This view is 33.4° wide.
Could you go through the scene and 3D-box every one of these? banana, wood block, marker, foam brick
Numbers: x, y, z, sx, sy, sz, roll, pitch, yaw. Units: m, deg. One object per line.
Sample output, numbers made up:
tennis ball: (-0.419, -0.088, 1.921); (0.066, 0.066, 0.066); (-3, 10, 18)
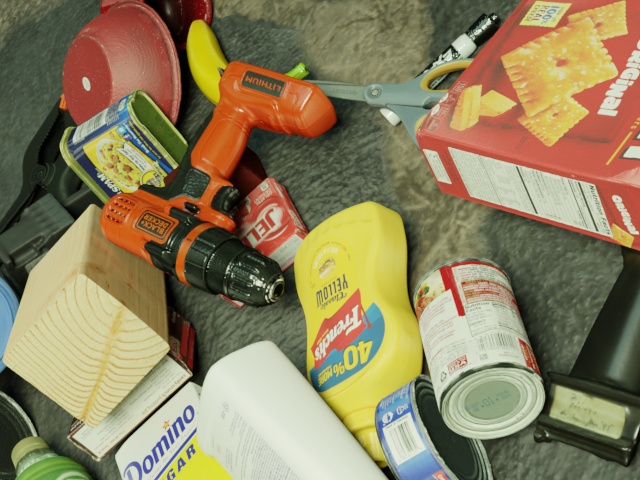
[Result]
banana: (-0.083, -0.159, 1.020); (0.069, 0.037, 0.198); (-51, 45, -6)
wood block: (-0.186, 0.054, 0.875); (0.091, 0.090, 0.206); (-46, 18, 5)
marker: (0.099, -0.141, 0.873); (0.121, 0.020, 0.020); (-43, 45, 10)
foam brick: (-0.092, -0.050, 0.949); (0.078, 0.051, 0.053); (-39, 46, 14)

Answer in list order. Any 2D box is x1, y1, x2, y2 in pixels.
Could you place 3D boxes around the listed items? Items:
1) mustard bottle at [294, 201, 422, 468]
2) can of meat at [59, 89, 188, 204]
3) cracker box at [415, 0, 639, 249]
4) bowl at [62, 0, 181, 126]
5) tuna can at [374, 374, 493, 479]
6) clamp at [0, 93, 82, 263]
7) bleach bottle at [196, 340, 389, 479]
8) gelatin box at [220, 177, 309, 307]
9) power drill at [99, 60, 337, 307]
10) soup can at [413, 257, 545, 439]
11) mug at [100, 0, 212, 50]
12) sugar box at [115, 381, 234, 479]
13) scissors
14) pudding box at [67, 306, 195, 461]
mustard bottle: (0.029, 0.072, 0.769); (0.096, 0.058, 0.191); (-35, 47, 34)
can of meat: (-0.177, -0.081, 1.001); (0.084, 0.102, 0.057); (-28, 31, 20)
cracker box: (0.193, -0.087, 0.703); (0.214, 0.072, 0.164); (20, 63, 45)
bowl: (-0.206, -0.155, 1.050); (0.162, 0.055, 0.162); (10, 104, 45)
tuna can: (0.072, 0.131, 0.679); (0.034, 0.086, 0.086); (-35, 47, 20)
clamp: (-0.292, -0.056, 1.125); (0.165, 0.036, 0.210); (-13, 59, 30)
bleach bottle: (0.014, 0.181, 0.694); (0.068, 0.103, 0.251); (-23, 51, -31)
gelatin box: (-0.056, 0.001, 0.903); (0.089, 0.030, 0.073); (-41, 46, 12)
power drill: (-0.066, -0.047, 0.853); (0.185, 0.057, 0.187); (23, 70, 32)
soup can: (0.102, 0.068, 0.691); (0.069, 0.068, 0.102); (-33, 35, 19)
mug: (-0.173, -0.226, 1.107); (0.082, 0.093, 0.117); (-2, 92, 43)
sugar box: (-0.090, 0.199, 0.797); (0.093, 0.048, 0.176); (-44, 46, 9)
scissors: (0.052, -0.101, 0.862); (0.202, 0.016, 0.096); (-5, 69, 24)
pudding box: (-0.153, 0.116, 0.881); (0.113, 0.039, 0.090); (-45, 16, 10)
